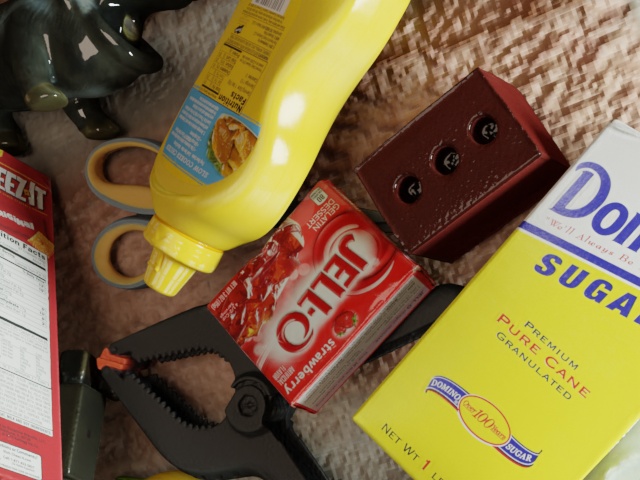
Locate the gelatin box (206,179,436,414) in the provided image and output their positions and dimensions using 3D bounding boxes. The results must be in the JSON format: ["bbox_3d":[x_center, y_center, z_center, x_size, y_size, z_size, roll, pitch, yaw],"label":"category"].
[{"bbox_3d":[-0.001,0.026,0.516,0.089,0.030,0.073,-48,58,4],"label":"gelatin box"}]

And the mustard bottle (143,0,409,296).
[{"bbox_3d":[-0.035,-0.058,0.533,0.096,0.058,0.192,36,97,50],"label":"mustard bottle"}]

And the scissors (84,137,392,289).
[{"bbox_3d":[-0.054,0.001,0.583,0.202,0.016,0.096,22,99,26],"label":"scissors"}]

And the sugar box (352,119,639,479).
[{"bbox_3d":[0.106,0.043,0.464,0.093,0.048,0.176,41,97,18],"label":"sugar box"}]

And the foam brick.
[{"bbox_3d":[0.068,-0.033,0.499,0.078,0.051,0.053,-39,65,20],"label":"foam brick"}]

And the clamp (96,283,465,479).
[{"bbox_3d":[-0.026,0.095,0.550,0.210,0.036,0.164,5,84,26],"label":"clamp"}]

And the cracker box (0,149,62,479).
[{"bbox_3d":[-0.226,0.068,0.586,0.164,0.072,0.214,-31,49,21],"label":"cracker box"}]
